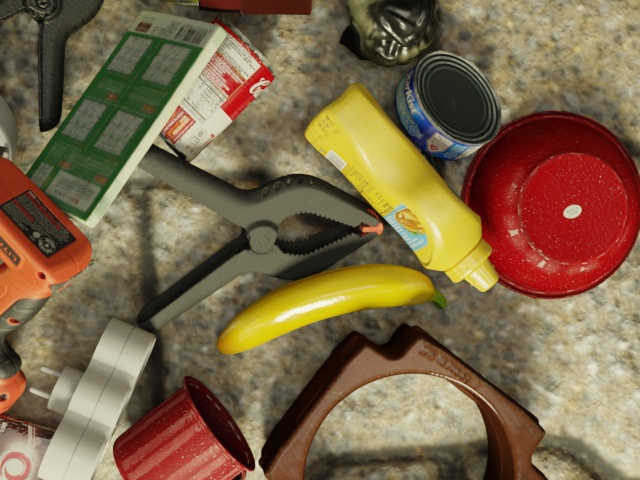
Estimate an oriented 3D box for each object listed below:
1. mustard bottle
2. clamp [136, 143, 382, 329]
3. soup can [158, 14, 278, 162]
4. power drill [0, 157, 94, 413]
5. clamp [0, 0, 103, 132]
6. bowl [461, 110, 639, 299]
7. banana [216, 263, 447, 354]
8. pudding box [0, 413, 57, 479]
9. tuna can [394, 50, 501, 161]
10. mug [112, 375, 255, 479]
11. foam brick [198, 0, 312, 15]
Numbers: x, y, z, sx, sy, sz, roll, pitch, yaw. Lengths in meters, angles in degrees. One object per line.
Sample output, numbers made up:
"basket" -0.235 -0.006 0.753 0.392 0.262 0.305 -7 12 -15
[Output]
"mustard bottle" 0.071 -0.035 0.844 0.058 0.096 0.191 -42 92 -11
"clamp" -0.056 0.001 0.861 0.209 0.036 0.165 1 121 -16
"soup can" -0.093 -0.119 0.845 0.102 0.068 0.068 -45 97 -1
"power drill" -0.268 0.024 0.803 0.184 0.057 0.188 44 126 -1
"clamp" -0.215 -0.174 0.838 0.120 0.039 0.171 44 80 -26
"bowl" 0.201 -0.028 0.887 0.162 0.055 0.162 0 95 -5
"banana" 0.009 0.054 0.871 0.197 0.037 0.069 -10 130 -3
"pudding box" -0.237 0.205 0.859 0.090 0.039 0.113 17 78 -7
"tuna can" 0.102 -0.108 0.861 0.086 0.034 0.086 15 59 -26
"mug" -0.106 0.176 0.863 0.081 0.093 0.117 -37 133 3
"foam brick" -0.049 -0.200 0.819 0.078 0.051 0.053 -13 110 -46
